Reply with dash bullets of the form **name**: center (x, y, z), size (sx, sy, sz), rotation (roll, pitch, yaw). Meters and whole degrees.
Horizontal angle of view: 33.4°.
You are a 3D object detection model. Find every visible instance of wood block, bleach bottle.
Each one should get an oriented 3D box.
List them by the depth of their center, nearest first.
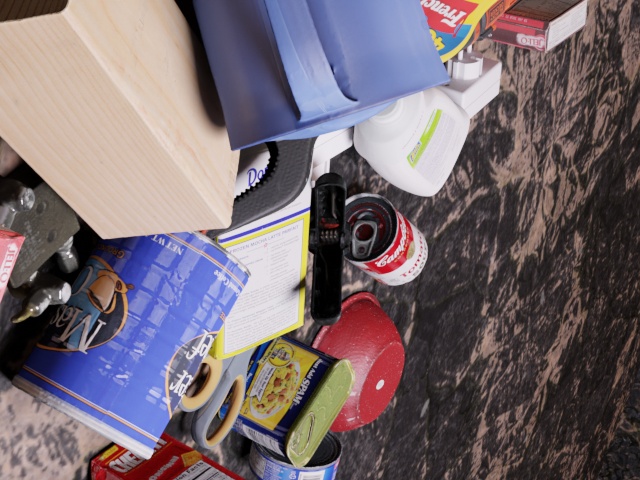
- **wood block**: center (-0.123, -0.090, 0.594), size (0.206, 0.091, 0.090), rotation (58, 33, -57)
- **bleach bottle**: center (0.077, -0.103, 0.932), size (0.102, 0.068, 0.250), rotation (-67, 166, 0)

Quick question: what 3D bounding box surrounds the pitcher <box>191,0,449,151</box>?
- **pitcher**: center (-0.024, -0.178, 0.596), size (0.144, 0.149, 0.243), rotation (-23, 99, -35)

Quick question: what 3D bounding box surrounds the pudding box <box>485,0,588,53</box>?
- **pudding box**: center (0.221, -0.237, 1.127), size (0.113, 0.090, 0.039), rotation (-38, 139, -45)

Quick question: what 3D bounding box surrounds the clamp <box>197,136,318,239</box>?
- **clamp**: center (-0.041, -0.096, 0.748), size (0.210, 0.164, 0.036), rotation (-52, -168, -11)

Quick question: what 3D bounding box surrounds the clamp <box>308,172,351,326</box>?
- **clamp**: center (0.008, -0.011, 0.898), size (0.171, 0.039, 0.120), rotation (-91, -171, -73)

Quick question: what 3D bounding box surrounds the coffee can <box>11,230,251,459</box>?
- **coffee can**: center (-0.124, 0.059, 0.712), size (0.140, 0.103, 0.102), rotation (-61, 152, -13)

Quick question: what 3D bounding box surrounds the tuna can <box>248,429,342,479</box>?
- **tuna can**: center (-0.024, 0.203, 1.011), size (0.085, 0.086, 0.034), rotation (-21, 129, -54)

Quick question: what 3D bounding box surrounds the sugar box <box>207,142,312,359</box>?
- **sugar box**: center (-0.056, 0.001, 0.840), size (0.093, 0.048, 0.176), rotation (-21, 126, -37)

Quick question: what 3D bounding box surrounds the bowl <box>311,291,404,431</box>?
- **bowl**: center (0.041, 0.138, 1.115), size (0.161, 0.055, 0.162), rotation (-39, 141, -42)

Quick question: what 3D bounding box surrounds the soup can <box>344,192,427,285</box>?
- **soup can**: center (0.058, 0.001, 1.033), size (0.068, 0.069, 0.102), rotation (-65, 153, -5)

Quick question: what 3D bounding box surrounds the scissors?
- **scissors**: center (-0.071, 0.077, 0.912), size (0.096, 0.016, 0.201), rotation (42, 64, -52)

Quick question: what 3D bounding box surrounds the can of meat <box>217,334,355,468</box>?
- **can of meat**: center (-0.031, 0.138, 0.953), size (0.102, 0.084, 0.057), rotation (-56, 150, -22)
